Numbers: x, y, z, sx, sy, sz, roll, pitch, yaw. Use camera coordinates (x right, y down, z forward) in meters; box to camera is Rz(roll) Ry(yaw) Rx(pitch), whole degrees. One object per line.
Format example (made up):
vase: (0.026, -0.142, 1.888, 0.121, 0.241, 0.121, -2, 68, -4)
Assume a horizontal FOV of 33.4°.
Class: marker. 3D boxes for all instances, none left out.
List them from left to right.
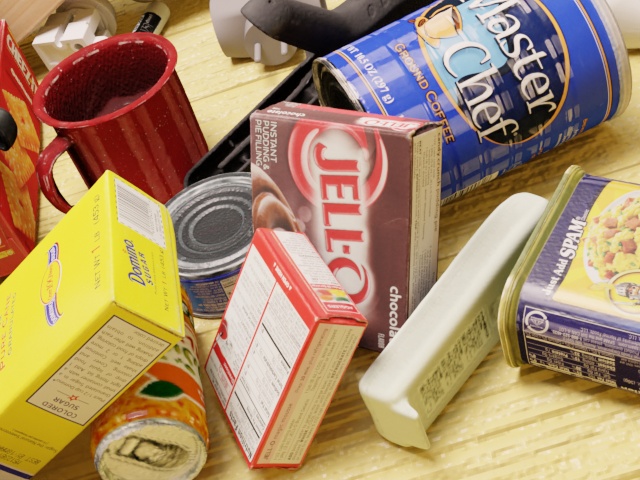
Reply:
marker: (-0.140, -0.137, 0.795, 0.020, 0.020, 0.121, -2, 45, 21)

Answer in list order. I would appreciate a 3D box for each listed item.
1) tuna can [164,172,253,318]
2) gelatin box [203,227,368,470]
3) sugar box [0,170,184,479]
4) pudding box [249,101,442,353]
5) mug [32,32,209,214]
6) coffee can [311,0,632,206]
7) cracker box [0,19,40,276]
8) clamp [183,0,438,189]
tuna can: (-0.054, 0.001, 0.601, 0.086, 0.033, 0.086, -12, 42, 11)
gelatin box: (-0.019, 0.051, 0.497, 0.030, 0.089, 0.073, 6, 30, -31)
sugar box: (-0.138, 0.057, 0.509, 0.176, 0.048, 0.093, -41, 36, 21)
pudding box: (0.012, -0.007, 0.523, 0.090, 0.113, 0.039, 12, 23, 33)
mug: (-0.126, -0.062, 0.662, 0.093, 0.081, 0.117, 17, 54, 36)
coffee can: (0.080, -0.083, 0.581, 0.140, 0.103, 0.103, -27, 41, -6)
cracker box: (-0.276, -0.046, 0.716, 0.164, 0.072, 0.214, -19, 40, 2)
clamp: (0.011, -0.117, 0.635, 0.209, 0.165, 0.036, -36, 76, -28)
